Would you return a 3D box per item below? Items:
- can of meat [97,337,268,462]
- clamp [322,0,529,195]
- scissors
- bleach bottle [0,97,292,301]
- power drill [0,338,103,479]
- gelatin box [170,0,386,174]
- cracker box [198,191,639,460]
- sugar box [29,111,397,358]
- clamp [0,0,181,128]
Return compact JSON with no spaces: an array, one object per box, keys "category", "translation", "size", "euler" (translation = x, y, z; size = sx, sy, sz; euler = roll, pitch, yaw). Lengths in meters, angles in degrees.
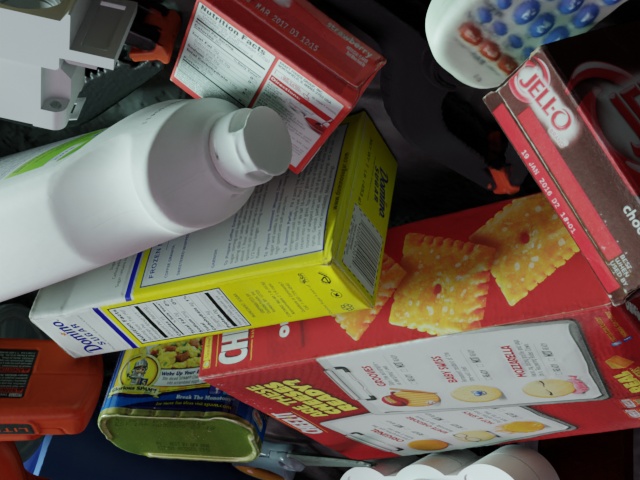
[{"category":"can of meat","translation":[-0.076,0.084,0.645],"size":[0.102,0.084,0.057],"euler":[-1,140,15]},{"category":"clamp","translation":[0.046,-0.084,0.440],"size":[0.120,0.039,0.171],"euler":[0,136,16]},{"category":"scissors","translation":[-0.037,0.129,0.674],"size":[0.096,0.016,0.202],"euler":[28,159,-7]},{"category":"bleach bottle","translation":[-0.122,-0.013,0.485],"size":[0.251,0.102,0.068],"euler":[-13,112,37]},{"category":"power drill","translation":[-0.153,0.140,0.607],"size":[0.184,0.057,0.188],"euler":[1,128,-1]},{"category":"gelatin box","translation":[-0.021,-0.072,0.446],"size":[0.073,0.030,0.089],"euler":[36,159,-4]},{"category":"cracker box","translation":[0.071,0.052,0.559],"size":[0.214,0.072,0.164],"euler":[-13,149,28]},{"category":"sugar box","translation":[-0.053,0.001,0.530],"size":[0.176,0.093,0.048],"euler":[-13,135,29]},{"category":"clamp","translation":[-0.170,-0.095,0.486],"size":[0.210,0.036,0.164],"euler":[-5,140,18]}]
